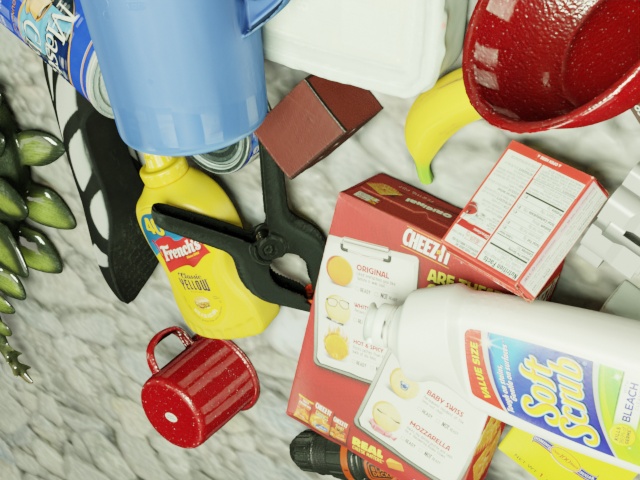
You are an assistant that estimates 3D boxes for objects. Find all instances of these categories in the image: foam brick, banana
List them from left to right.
[{"bbox_3d":[-0.003,-0.092,0.811,0.051,0.052,0.078,52,137,0],"label":"foam brick"},{"bbox_3d":[0.120,-0.094,0.723,0.069,0.037,0.198,36,146,-27],"label":"banana"}]

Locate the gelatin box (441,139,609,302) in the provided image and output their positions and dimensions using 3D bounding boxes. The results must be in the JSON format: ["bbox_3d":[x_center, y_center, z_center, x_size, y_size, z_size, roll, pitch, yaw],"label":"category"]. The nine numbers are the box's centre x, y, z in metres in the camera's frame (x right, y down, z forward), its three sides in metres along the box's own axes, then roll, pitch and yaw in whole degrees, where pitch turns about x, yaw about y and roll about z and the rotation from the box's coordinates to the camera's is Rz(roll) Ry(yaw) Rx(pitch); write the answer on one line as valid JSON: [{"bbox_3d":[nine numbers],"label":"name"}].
[{"bbox_3d":[0.133,-0.013,0.703,0.073,0.089,0.030,34,178,46],"label":"gelatin box"}]

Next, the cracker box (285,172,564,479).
[{"bbox_3d":[0.075,0.078,0.824,0.164,0.072,0.214,27,121,23],"label":"cracker box"}]

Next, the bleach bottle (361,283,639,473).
[{"bbox_3d":[0.148,0.090,0.705,0.251,0.068,0.102,12,119,21],"label":"bleach bottle"}]

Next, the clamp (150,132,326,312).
[{"bbox_3d":[-0.056,0.001,0.882,0.120,0.039,0.171,-24,116,12],"label":"clamp"}]

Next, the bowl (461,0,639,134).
[{"bbox_3d":[0.159,-0.125,0.616,0.055,0.162,0.162,26,149,-34],"label":"bowl"}]

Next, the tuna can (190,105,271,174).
[{"bbox_3d":[-0.082,-0.099,0.885,0.086,0.033,0.086,21,128,29],"label":"tuna can"}]

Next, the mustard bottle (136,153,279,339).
[{"bbox_3d":[-0.109,-0.004,0.934,0.096,0.058,0.191,2,125,37],"label":"mustard bottle"}]

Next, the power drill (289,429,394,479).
[{"bbox_3d":[0.068,0.252,0.968,0.185,0.057,0.187,-5,113,40],"label":"power drill"}]

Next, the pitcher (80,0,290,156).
[{"bbox_3d":[-0.093,-0.181,0.694,0.149,0.144,0.243,-130,28,-55],"label":"pitcher"}]

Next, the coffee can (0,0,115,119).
[{"bbox_3d":[-0.184,-0.178,0.855,0.140,0.102,0.103,41,136,24],"label":"coffee can"}]

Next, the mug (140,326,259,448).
[{"bbox_3d":[-0.126,0.139,1.040,0.093,0.081,0.117,-26,99,46],"label":"mug"}]
